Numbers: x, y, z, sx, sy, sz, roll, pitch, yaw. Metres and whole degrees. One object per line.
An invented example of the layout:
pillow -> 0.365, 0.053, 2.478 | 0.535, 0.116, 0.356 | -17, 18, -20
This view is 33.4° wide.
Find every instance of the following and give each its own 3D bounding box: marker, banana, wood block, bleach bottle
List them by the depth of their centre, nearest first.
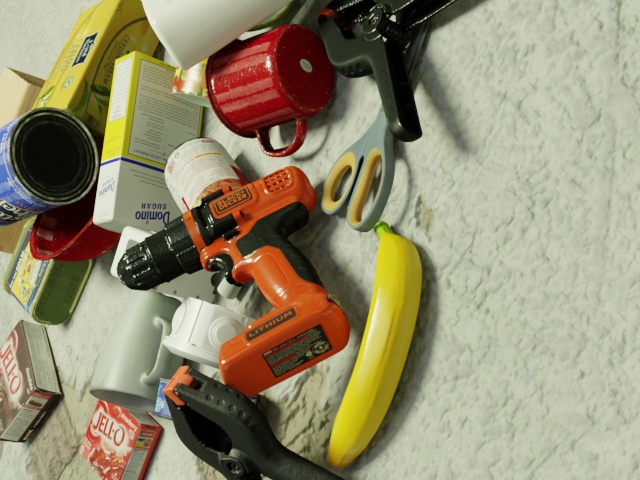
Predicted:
banana -> 0.045, 0.079, 0.815 | 0.070, 0.037, 0.198 | 154, 131, -77
bleach bottle -> -0.034, -0.247, 0.938 | 0.251, 0.068, 0.102 | -30, 33, 4
marker -> -0.056, 0.001, 0.968 | 0.121, 0.020, 0.020 | -57, 42, 18
wood block -> -0.369, -0.095, 1.307 | 0.091, 0.090, 0.206 | 32, 102, 49

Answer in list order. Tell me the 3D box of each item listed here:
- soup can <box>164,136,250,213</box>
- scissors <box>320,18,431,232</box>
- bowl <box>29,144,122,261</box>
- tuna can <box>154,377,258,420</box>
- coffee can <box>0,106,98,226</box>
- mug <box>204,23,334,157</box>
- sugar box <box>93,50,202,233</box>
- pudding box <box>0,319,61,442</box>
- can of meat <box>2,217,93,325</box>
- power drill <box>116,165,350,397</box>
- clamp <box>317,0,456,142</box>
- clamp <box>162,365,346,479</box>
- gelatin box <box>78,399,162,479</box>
soup can -> -0.099, -0.043, 0.996 | 0.069, 0.068, 0.102 | -56, 42, 19
scissors -> 0.045, -0.100, 0.890 | 0.096, 0.016, 0.201 | -10, 62, 55
bowl -> -0.241, -0.035, 1.146 | 0.162, 0.055, 0.162 | -34, 36, 29
tuna can -> -0.098, 0.141, 0.915 | 0.086, 0.086, 0.034 | 0, 78, 49
coffee can -> -0.315, -0.075, 1.130 | 0.141, 0.102, 0.103 | -12, 68, 47
mug -> -0.040, -0.132, 0.950 | 0.082, 0.093, 0.117 | -10, 87, 42
sugar box -> -0.170, -0.091, 1.075 | 0.048, 0.093, 0.176 | -7, 71, 48
pudding box -> -0.343, 0.161, 1.225 | 0.090, 0.039, 0.113 | -52, 44, 23
can of meat -> -0.311, 0.036, 1.220 | 0.084, 0.057, 0.102 | 35, 104, 47
power drill -> -0.069, 0.035, 0.870 | 0.184, 0.057, 0.188 | -28, 48, 1
clamp -> 0.054, -0.162, 0.867 | 0.210, 0.036, 0.164 | 18, 81, 57
clamp -> -0.048, 0.163, 0.816 | 0.120, 0.171, 0.039 | -21, 26, 31
gelatin box -> -0.200, 0.197, 1.054 | 0.089, 0.030, 0.073 | 29, 98, 49
